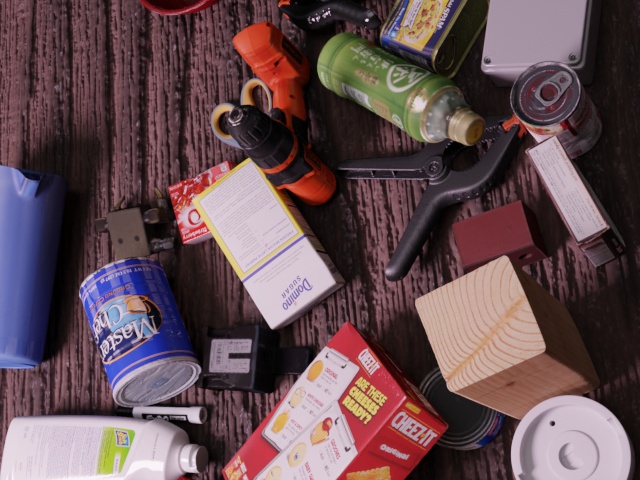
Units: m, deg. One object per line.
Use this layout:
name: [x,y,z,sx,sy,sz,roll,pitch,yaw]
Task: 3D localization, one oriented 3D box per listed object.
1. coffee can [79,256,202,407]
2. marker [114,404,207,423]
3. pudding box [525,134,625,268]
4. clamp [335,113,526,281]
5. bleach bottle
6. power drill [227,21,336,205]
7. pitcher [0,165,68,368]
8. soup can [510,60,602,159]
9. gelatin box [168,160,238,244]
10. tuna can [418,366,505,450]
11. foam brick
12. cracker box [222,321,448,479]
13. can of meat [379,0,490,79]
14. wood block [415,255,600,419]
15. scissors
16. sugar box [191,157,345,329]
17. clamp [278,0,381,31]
coffee can: [-0.206,0.104,1.219,0.103,0.102,0.140,-33,63,15]
marker: [-0.186,0.199,1.229,0.121,0.020,0.020,-2,74,27]
pudding box: [0.247,-0.037,1.033,0.039,0.090,0.113,-33,63,15]
clamp: [0.119,-0.074,1.141,0.210,0.036,0.165,-38,56,9]
bleach bottle: [-0.245,0.252,1.220,0.251,0.068,0.102,-2,75,25]
power drill: [-0.052,-0.148,1.179,0.057,0.184,0.187,-20,57,20]
pitcher: [-0.395,0.035,1.334,0.145,0.149,0.243,0,78,12]
soup can: [0.236,-0.127,1.058,0.069,0.102,0.068,-8,72,25]
gelatin box: [-0.129,-0.044,1.258,0.089,0.030,0.073,-21,78,21]
tuna can: [0.140,0.165,1.061,0.086,0.033,0.086,-8,72,25]
foam brick: [0.181,0.001,1.078,0.078,0.053,0.051,-20,67,21]
cracker box: [0.009,0.210,1.060,0.214,0.072,0.164,-50,29,6]
can of meat: [0.124,-0.239,1.176,0.084,0.057,0.102,30,89,33]
wood block: [0.175,0.095,0.964,0.091,0.205,0.090,-27,65,17]
scissors: [-0.086,-0.096,1.267,0.096,0.016,0.202,-12,70,26]
sugar box: [-0.058,0.002,1.187,0.093,0.048,0.176,-36,78,13]
clamp: [0.021,-0.273,1.230,0.172,0.039,0.120,-13,39,36]
